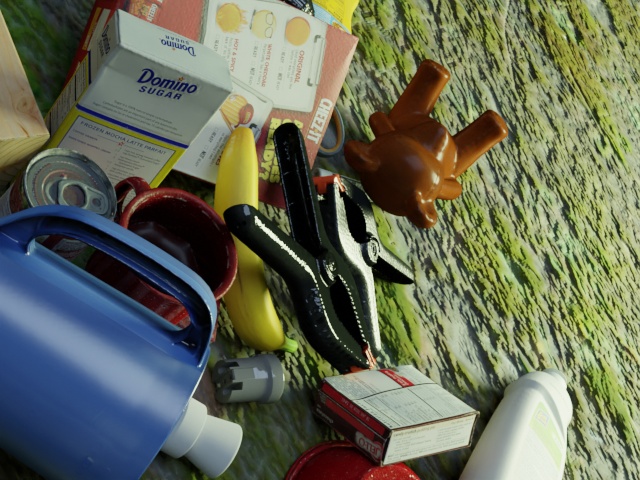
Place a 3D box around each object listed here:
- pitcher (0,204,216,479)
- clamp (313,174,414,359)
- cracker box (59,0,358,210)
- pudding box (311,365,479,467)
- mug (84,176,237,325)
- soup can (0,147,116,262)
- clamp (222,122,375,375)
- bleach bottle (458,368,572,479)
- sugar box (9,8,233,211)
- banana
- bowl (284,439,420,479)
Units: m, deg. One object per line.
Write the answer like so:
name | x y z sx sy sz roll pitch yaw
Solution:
pitcher | -0.195 0.051 0.684 0.242 0.145 0.149 36 64 -11
clamp | 0.039 0.009 0.964 0.120 0.039 0.171 -55 133 -55
cracker box | -0.094 -0.134 0.890 0.213 0.072 0.164 18 94 -33
pudding box | 0.064 0.145 0.900 0.113 0.039 0.090 -4 26 -41
mug | -0.125 0.010 0.776 0.093 0.082 0.117 -15 73 -43
soup can | -0.198 -0.011 0.754 0.068 0.102 0.068 21 52 -31
clamp | -0.011 0.024 0.847 0.210 0.036 0.164 68 23 -16
bleach bottle | 0.188 0.208 0.988 0.102 0.068 0.250 60 37 -15
sugar box | -0.149 -0.081 0.783 0.093 0.176 0.048 20 40 -33
banana | -0.060 0.010 0.864 0.069 0.037 0.198 -44 127 -68
bowl | 0.045 0.231 0.853 0.161 0.055 0.162 21 53 -31
